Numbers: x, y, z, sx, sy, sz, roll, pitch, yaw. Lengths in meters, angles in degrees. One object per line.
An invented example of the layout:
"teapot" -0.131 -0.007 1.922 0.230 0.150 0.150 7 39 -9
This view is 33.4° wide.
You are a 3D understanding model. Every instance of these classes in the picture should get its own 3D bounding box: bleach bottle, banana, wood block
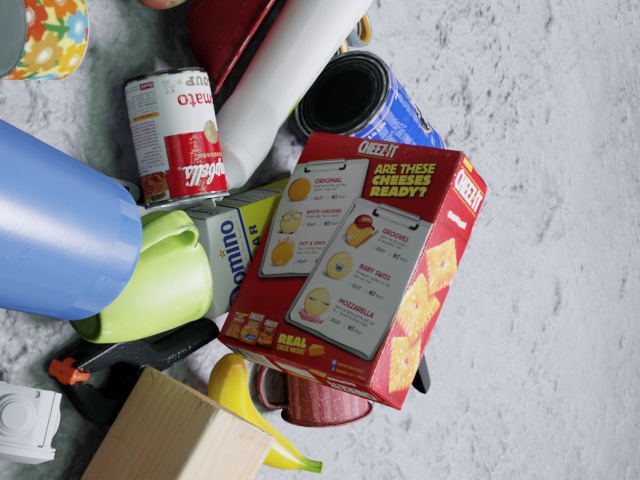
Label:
"bleach bottle" -0.038 -0.139 0.926 0.250 0.068 0.103 -59 -178 -19
"banana" -0.063 0.162 0.986 0.197 0.070 0.037 57 25 -44
"wood block" -0.137 0.217 0.840 0.206 0.091 0.090 -60 142 -8

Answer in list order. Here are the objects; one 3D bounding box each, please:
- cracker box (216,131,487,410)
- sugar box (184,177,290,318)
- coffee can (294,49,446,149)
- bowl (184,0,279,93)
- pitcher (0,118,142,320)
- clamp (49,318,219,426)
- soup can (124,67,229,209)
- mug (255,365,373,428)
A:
"cracker box" 0.029 0.021 0.921 0.072 0.164 0.213 43 65 -49
"sugar box" -0.056 0.001 0.979 0.175 0.048 0.093 -25 118 -51
"coffee can" 0.052 -0.106 1.058 0.140 0.103 0.102 43 63 -49
"bowl" -0.064 -0.201 0.871 0.055 0.162 0.162 33 63 -7
"pitcher" -0.232 -0.014 0.672 0.242 0.149 0.145 27 56 -57
"clamp" -0.147 0.106 0.880 0.171 0.039 0.120 35 69 -56
"soup can" -0.114 -0.080 0.844 0.068 0.069 0.102 -11 92 -53
"mug" -0.008 0.133 1.052 0.117 0.093 0.081 -7 101 -16
